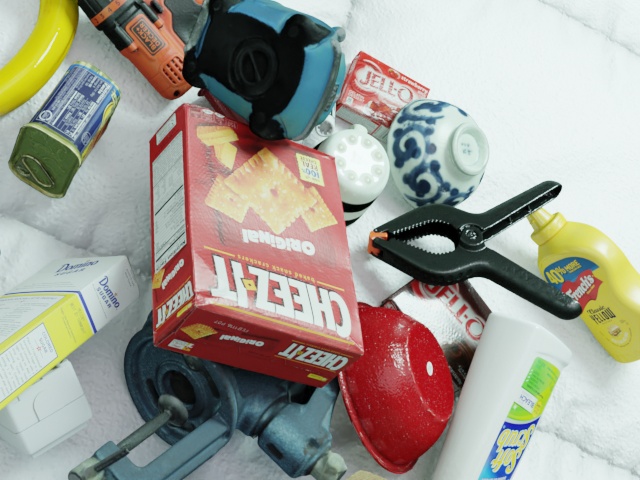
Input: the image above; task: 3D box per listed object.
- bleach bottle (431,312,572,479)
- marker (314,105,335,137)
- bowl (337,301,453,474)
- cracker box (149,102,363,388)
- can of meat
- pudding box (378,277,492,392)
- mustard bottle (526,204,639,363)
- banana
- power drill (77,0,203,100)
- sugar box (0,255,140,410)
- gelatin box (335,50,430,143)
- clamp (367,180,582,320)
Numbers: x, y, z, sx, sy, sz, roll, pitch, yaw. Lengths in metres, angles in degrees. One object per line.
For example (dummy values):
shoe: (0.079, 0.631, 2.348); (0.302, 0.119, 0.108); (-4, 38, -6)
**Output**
bleach bottle: (0.151, 0.199, 0.992); (0.102, 0.068, 0.251); (36, 74, -50)
marker: (0.006, -0.134, 1.066); (0.020, 0.020, 0.121); (29, 26, -12)
bowl: (0.076, 0.125, 0.964); (0.162, 0.055, 0.162); (44, 35, -43)
cracker box: (-0.056, 0.001, 0.899); (0.164, 0.072, 0.213); (18, 46, -31)
can of meat: (-0.223, -0.097, 0.937); (0.057, 0.102, 0.084); (32, 59, -9)
pudding box: (0.124, 0.084, 1.059); (0.089, 0.039, 0.113); (-35, 88, -32)
mustard bottle: (0.284, 0.039, 1.115); (0.191, 0.096, 0.058); (48, 61, -1)
banana: (-0.268, -0.183, 0.990); (0.069, 0.037, 0.197); (13, 63, 0)
power drill: (-0.139, -0.257, 1.018); (0.187, 0.057, 0.184); (-44, 111, -10)
sugar box: (-0.231, 0.071, 0.843); (0.176, 0.093, 0.048); (-40, 119, -50)
gelatin box: (0.064, -0.148, 1.126); (0.089, 0.030, 0.073); (28, 62, -13)
clamp: (0.153, 0.012, 1.048); (0.210, 0.036, 0.164); (-4, 52, -5)
